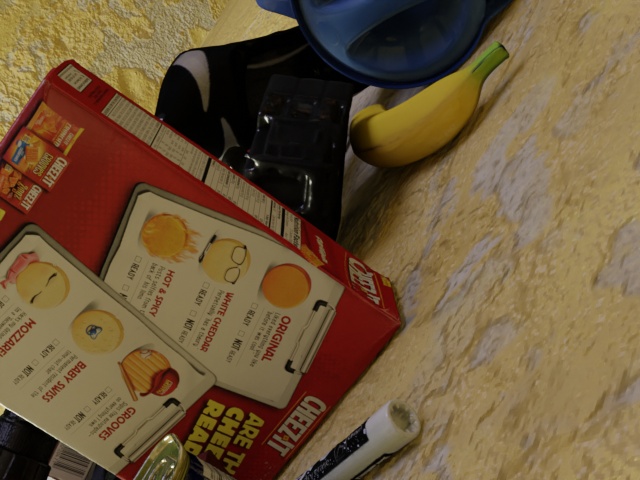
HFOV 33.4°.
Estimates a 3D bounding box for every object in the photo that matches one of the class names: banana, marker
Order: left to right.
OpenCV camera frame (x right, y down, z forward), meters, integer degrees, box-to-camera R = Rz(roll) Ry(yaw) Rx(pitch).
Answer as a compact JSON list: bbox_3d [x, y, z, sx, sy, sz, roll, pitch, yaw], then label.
[{"bbox_3d":[0.001,0.110,0.485,0.121,0.020,0.020,-45,18,36],"label":"marker"},{"bbox_3d":[0.055,-0.075,0.688,0.069,0.037,0.198,-41,11,-18],"label":"banana"}]

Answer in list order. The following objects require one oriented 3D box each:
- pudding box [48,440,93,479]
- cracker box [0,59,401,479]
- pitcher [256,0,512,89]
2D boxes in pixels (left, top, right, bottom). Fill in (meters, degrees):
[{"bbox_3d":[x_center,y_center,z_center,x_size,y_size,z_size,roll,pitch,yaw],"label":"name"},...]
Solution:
[{"bbox_3d":[-0.186,0.123,0.836,0.113,0.039,0.090,-63,22,-1],"label":"pudding box"},{"bbox_3d":[-0.092,0.033,0.565,0.164,0.213,0.072,-52,13,17],"label":"cracker box"},{"bbox_3d":[0.060,-0.226,0.787,0.145,0.149,0.242,-45,15,37],"label":"pitcher"}]
